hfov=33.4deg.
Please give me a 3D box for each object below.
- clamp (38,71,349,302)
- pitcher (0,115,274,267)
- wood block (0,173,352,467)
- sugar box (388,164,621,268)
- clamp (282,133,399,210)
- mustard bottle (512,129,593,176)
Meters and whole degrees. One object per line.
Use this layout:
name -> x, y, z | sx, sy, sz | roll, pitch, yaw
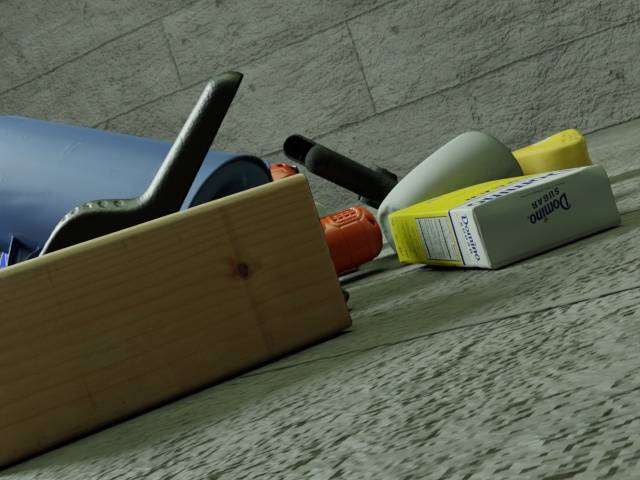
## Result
clamp -> -0.104, -0.003, 0.675 | 0.210, 0.164, 0.036 | -18, 7, 7
pitcher -> -0.165, -0.015, 0.802 | 0.243, 0.145, 0.149 | 15, 6, 28
wood block -> -0.101, 0.040, 0.570 | 0.205, 0.091, 0.090 | -19, 3, -24
sugar box -> 0.116, -0.015, 0.720 | 0.093, 0.048, 0.176 | -19, 1, -13
clamp -> 0.043, -0.052, 0.965 | 0.171, 0.039, 0.120 | 26, 10, -25
mustard bottle -> 0.160, -0.051, 1.023 | 0.191, 0.058, 0.096 | -18, 1, 5
